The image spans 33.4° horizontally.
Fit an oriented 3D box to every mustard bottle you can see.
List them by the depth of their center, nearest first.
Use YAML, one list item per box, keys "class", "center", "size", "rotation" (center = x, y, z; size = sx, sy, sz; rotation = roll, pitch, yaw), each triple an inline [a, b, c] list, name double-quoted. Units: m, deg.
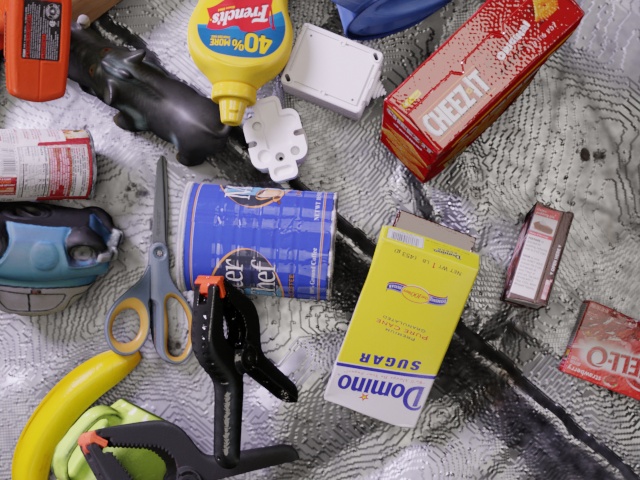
- class: "mustard bottle"
  center: [-0.072, -0.199, 0.976]
  size: [0.096, 0.058, 0.191]
  rotation: [6, 81, -5]

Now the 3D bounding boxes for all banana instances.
- class: "banana"
  center: [-0.245, 0.179, 1.024]
  size: [0.069, 0.037, 0.198]
  rotation: [27, 92, -27]

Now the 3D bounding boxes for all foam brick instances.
- class: "foam brick"
  center: [0.100, 0.009, 1.010]
  size: [0.078, 0.051, 0.053]
  rotation: [20, 88, 3]

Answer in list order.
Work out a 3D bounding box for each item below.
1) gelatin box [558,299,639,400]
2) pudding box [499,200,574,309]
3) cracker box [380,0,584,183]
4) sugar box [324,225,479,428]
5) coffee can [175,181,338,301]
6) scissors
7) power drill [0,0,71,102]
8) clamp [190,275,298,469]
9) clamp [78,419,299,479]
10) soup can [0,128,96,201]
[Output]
- class: "gelatin box"
  center: [0.281, 0.105, 1.010]
  size: [0.089, 0.030, 0.073]
  rotation: [21, 89, 3]
- class: "pudding box"
  center: [0.196, 0.016, 0.976]
  size: [0.039, 0.113, 0.090]
  rotation: [16, 87, 5]
- class: "cracker box"
  center: [0.133, -0.137, 0.934]
  size: [0.164, 0.213, 0.072]
  rotation: [-45, 87, -1]
- class: "sugar box"
  center: [0.073, 0.082, 0.979]
  size: [0.093, 0.048, 0.176]
  rotation: [19, 111, 3]
- class: "coffee can"
  center: [-0.056, 0.001, 0.990]
  size: [0.140, 0.103, 0.103]
  rotation: [4, 88, 2]
- class: "scissors"
  center: [-0.173, 0.024, 1.025]
  size: [0.096, 0.016, 0.202]
  rotation: [-13, 87, -21]
- class: "power drill"
  center: [-0.295, -0.172, 0.971]
  size: [0.057, 0.188, 0.184]
  rotation: [-6, 105, -40]
- class: "clamp"
  center: [-0.080, 0.115, 0.956]
  size: [0.039, 0.120, 0.171]
  rotation: [-8, 121, 31]
- class: "clamp"
  center: [-0.124, 0.231, 0.950]
  size: [0.209, 0.036, 0.164]
  rotation: [27, 62, -25]
- class: "soup can"
  center: [-0.267, -0.070, 0.998]
  size: [0.102, 0.069, 0.068]
  rotation: [-3, 87, -26]
